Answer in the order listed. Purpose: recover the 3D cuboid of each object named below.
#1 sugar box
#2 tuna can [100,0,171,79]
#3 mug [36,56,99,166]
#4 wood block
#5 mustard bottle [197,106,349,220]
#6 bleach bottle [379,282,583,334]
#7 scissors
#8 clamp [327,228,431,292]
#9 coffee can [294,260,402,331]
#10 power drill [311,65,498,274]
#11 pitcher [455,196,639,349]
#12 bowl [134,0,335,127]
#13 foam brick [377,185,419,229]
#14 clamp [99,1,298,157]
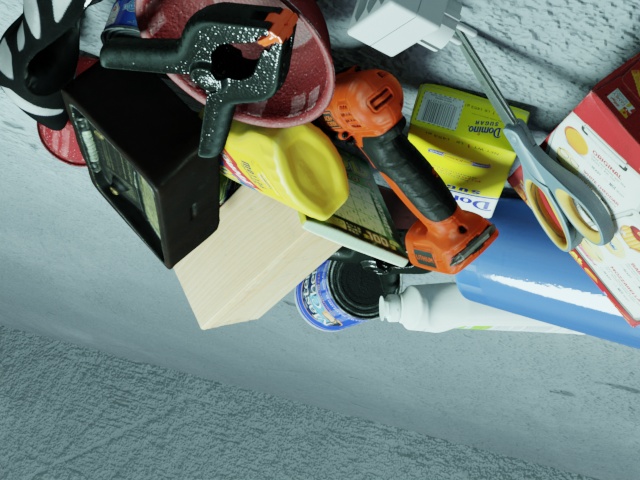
[{"bbox_3d":[0.123,-0.074,0.945,0.093,0.048,0.176,18,163,8],"label":"sugar box"},{"bbox_3d":[-0.142,-0.173,0.913,0.086,0.033,0.086,16,164,4],"label":"tuna can"},{"bbox_3d":[-0.241,-0.139,1.059,0.117,0.093,0.082,53,159,5],"label":"mug"},{"bbox_3d":[-0.057,0.001,1.112,0.090,0.091,0.206,-8,155,-45],"label":"wood block"},{"bbox_3d":[-0.059,-0.081,0.930,0.192,0.058,0.096,26,158,51],"label":"mustard bottle"},{"bbox_3d":[0.193,0.073,1.193,0.250,0.068,0.103,0,168,-7],"label":"bleach bottle"},{"bbox_3d":[0.159,-0.069,0.779,0.096,0.016,0.201,30,153,59],"label":"scissors"},{"bbox_3d":[0.051,0.013,1.134,0.164,0.036,0.210,17,165,-19],"label":"clamp"},{"bbox_3d":[0.034,0.061,1.395,0.102,0.103,0.140,21,164,-13],"label":"coffee can"},{"bbox_3d":[0.055,-0.061,0.894,0.187,0.057,0.185,51,170,-15],"label":"power drill"},{"bbox_3d":[0.261,0.031,1.024,0.243,0.144,0.149,12,130,30],"label":"pitcher"},{"bbox_3d":[-0.054,-0.158,0.789,0.162,0.055,0.162,20,149,12],"label":"bowl"},{"bbox_3d":[0.072,-0.023,1.163,0.078,0.051,0.053,18,164,-3],"label":"foam brick"},{"bbox_3d":[-0.085,-0.129,0.764,0.120,0.039,0.172,33,144,-19],"label":"clamp"}]
